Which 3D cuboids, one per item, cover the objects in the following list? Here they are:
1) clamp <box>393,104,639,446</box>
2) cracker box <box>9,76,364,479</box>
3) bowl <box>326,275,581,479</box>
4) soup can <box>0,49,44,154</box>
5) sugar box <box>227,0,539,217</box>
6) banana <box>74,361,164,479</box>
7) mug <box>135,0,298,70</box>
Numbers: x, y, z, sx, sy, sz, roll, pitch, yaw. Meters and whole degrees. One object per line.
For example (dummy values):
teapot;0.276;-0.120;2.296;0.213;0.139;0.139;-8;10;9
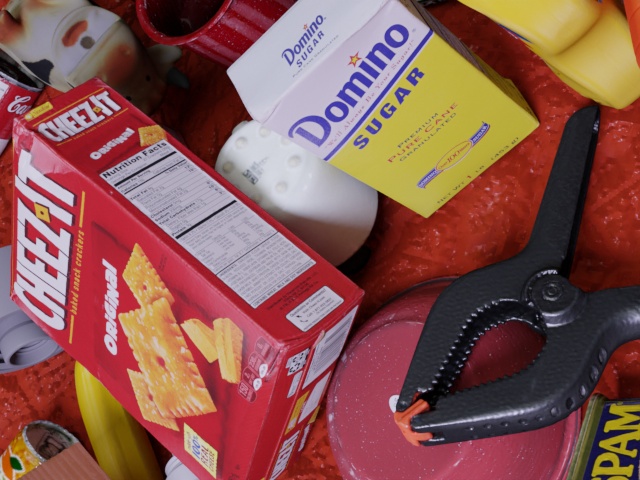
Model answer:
clamp;0.119;0.025;0.550;0.210;0.036;0.165;-33;52;-2
cracker box;-0.092;0.034;0.627;0.214;0.072;0.164;38;138;19
bowl;0.060;0.094;0.599;0.162;0.055;0.162;-10;72;33
soup can;-0.285;-0.104;0.883;0.069;0.068;0.102;44;104;34
sugar box;0.041;-0.077;0.582;0.093;0.176;0.048;-41;58;19
banana;-0.128;0.152;0.710;0.037;0.069;0.198;-24;74;-6
mug;-0.070;-0.175;0.744;0.093;0.081;0.117;-33;61;24
